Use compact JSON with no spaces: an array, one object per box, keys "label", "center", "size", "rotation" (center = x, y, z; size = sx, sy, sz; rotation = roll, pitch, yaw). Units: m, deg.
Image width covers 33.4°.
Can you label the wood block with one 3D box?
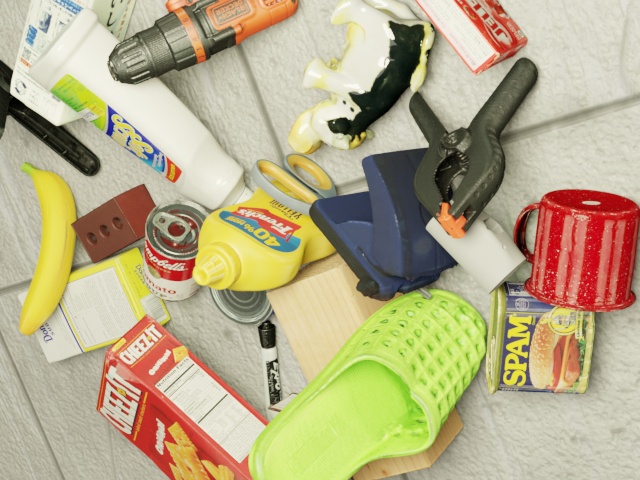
[{"label":"wood block","center":[0.045,0.115,1.028],"size":[0.090,0.090,0.206],"rotation":[-21,96,34]}]

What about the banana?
[{"label":"banana","center":[-0.304,0.007,1.195],"size":[0.070,0.037,0.198],"rotation":[-8,78,36]}]

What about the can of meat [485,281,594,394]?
[{"label":"can of meat","center":[0.192,0.085,0.936],"size":[0.084,0.057,0.102],"rotation":[2,112,3]}]

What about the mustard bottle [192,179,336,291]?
[{"label":"mustard bottle","center":[-0.056,0.001,0.982],"size":[0.096,0.191,0.058],"rotation":[31,121,17]}]

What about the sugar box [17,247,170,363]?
[{"label":"sugar box","center":[-0.261,0.076,1.222],"size":[0.177,0.048,0.093],"rotation":[-17,99,37]}]

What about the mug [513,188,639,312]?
[{"label":"mug","center":[0.212,0.002,0.895],"size":[0.117,0.093,0.081],"rotation":[22,116,47]}]

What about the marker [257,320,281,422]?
[{"label":"marker","center":[-0.053,0.142,1.139],"size":[0.020,0.020,0.121],"rotation":[7,112,28]}]

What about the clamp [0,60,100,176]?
[{"label":"clamp","center":[-0.340,-0.151,1.130],"size":[0.036,0.164,0.210],"rotation":[-47,72,13]}]

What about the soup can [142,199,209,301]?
[{"label":"soup can","center":[-0.147,0.012,1.094],"size":[0.068,0.068,0.102],"rotation":[41,152,11]}]

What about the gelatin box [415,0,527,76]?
[{"label":"gelatin box","center":[0.124,-0.184,0.878],"size":[0.089,0.073,0.030],"rotation":[51,125,4]}]

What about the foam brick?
[{"label":"foam brick","center":[-0.219,-0.018,1.156],"size":[0.078,0.051,0.053],"rotation":[-27,94,35]}]

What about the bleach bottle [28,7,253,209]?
[{"label":"bleach bottle","center":[-0.157,-0.109,1.030],"size":[0.250,0.068,0.103],"rotation":[40,155,-20]}]

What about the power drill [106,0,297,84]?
[{"label":"power drill","center":[-0.137,-0.250,0.964],"size":[0.187,0.184,0.057],"rotation":[64,168,-2]}]

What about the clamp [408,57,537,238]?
[{"label":"clamp","center":[0.111,-0.077,0.892],"size":[0.120,0.171,0.039],"rotation":[-11,137,44]}]

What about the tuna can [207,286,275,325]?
[{"label":"tuna can","center":[-0.075,0.044,1.106],"size":[0.086,0.033,0.086],"rotation":[11,114,27]}]

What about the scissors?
[{"label":"scissors","center":[0.026,-0.022,1.003],"size":[0.201,0.096,0.016],"rotation":[32,121,-2]}]

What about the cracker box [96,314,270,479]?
[{"label":"cracker box","center":[-0.142,0.203,1.152],"size":[0.214,0.072,0.164],"rotation":[40,146,10]}]
